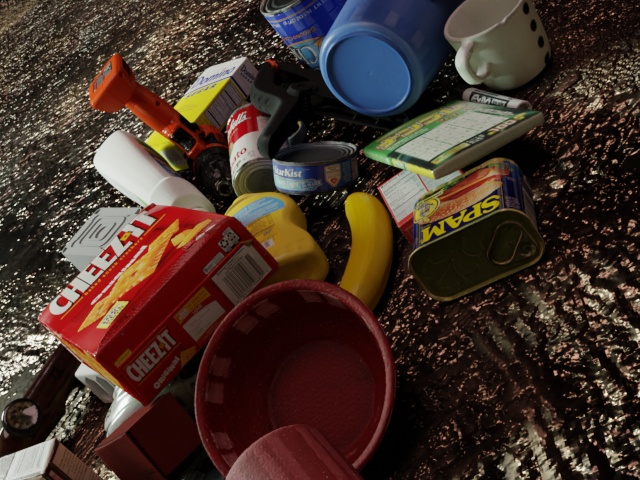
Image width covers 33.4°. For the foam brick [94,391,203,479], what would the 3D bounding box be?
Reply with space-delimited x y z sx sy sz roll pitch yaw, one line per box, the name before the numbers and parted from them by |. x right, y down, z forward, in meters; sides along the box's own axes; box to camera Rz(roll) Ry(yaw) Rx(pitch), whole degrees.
foam brick | -0.139 0.167 0.872 0.051 0.053 0.078 -43 6 -36

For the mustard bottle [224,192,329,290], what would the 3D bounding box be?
mustard bottle | -0.057 0.002 1.035 0.096 0.058 0.192 -36 29 5

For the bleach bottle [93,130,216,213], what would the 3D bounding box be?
bleach bottle | -0.179 -0.053 1.236 0.068 0.102 0.251 -52 36 -2

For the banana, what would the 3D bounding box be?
banana | 0.034 0.013 0.934 0.070 0.037 0.197 -20 34 30

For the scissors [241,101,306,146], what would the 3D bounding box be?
scissors | -0.081 -0.127 1.291 0.096 0.016 0.202 -47 29 -12

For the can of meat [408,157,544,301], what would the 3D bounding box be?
can of meat | 0.121 -0.011 0.845 0.102 0.057 0.084 -26 28 22

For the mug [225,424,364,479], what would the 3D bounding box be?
mug | -0.011 0.182 0.685 0.093 0.117 0.082 -14 40 -31

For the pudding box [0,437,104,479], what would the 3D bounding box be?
pudding box | -0.240 0.221 0.909 0.114 0.090 0.039 -22 35 29

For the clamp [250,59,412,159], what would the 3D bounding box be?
clamp | -0.025 -0.142 1.120 0.164 0.036 0.210 -16 33 -25

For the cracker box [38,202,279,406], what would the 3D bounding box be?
cracker box | -0.153 0.047 0.953 0.164 0.072 0.214 -47 23 -16

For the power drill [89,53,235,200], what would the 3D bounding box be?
power drill | -0.176 -0.127 1.228 0.057 0.187 0.184 -49 24 7

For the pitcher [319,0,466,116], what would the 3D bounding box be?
pitcher | 0.094 -0.242 1.088 0.145 0.149 0.242 0 40 30

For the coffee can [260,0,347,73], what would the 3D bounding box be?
coffee can | 0.014 -0.234 1.198 0.103 0.140 0.103 -29 30 19

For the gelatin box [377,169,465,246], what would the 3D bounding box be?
gelatin box | 0.096 -0.041 0.944 0.073 0.030 0.089 -36 26 8

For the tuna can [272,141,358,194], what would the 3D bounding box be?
tuna can | -0.005 -0.073 1.065 0.086 0.034 0.086 -5 18 2

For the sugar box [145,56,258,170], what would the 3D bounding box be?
sugar box | -0.159 -0.166 1.406 0.094 0.048 0.176 -5 45 46

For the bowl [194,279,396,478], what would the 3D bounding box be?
bowl | -0.011 0.113 0.785 0.162 0.055 0.162 -8 71 24

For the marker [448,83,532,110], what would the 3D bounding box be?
marker | 0.158 -0.132 1.011 0.020 0.020 0.121 -44 29 -8

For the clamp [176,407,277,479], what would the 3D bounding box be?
clamp | -0.101 0.199 0.831 0.171 0.039 0.120 -44 23 -21

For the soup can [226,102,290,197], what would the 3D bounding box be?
soup can | -0.065 -0.092 1.153 0.069 0.068 0.102 -30 40 17
